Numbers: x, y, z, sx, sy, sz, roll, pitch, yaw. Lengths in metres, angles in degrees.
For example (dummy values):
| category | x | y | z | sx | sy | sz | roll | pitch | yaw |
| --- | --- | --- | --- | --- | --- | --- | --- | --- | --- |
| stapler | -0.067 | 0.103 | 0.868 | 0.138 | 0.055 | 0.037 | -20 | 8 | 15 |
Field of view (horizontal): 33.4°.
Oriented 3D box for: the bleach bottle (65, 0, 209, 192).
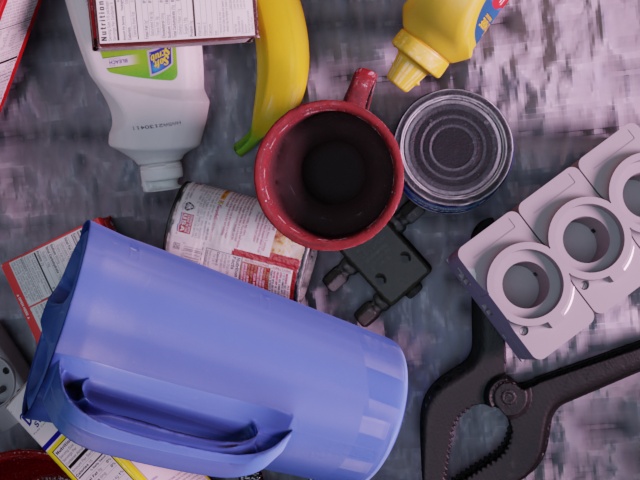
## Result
| category | x | y | z | sx | sy | sz | roll | pitch | yaw |
| --- | --- | --- | --- | --- | --- | --- | --- | --- | --- |
| bleach bottle | -0.138 | -0.159 | 0.763 | 0.102 | 0.068 | 0.251 | -6 | 97 | 6 |

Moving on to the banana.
| category | x | y | z | sx | sy | sz | roll | pitch | yaw |
| --- | --- | --- | --- | --- | --- | --- | --- | --- | --- |
| banana | -0.047 | -0.162 | 0.763 | 0.069 | 0.037 | 0.198 | -9 | 95 | 6 |

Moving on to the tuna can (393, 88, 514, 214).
| category | x | y | z | sx | sy | sz | roll | pitch | yaw |
| --- | --- | --- | --- | --- | --- | --- | --- | --- | --- |
| tuna can | 0.092 | -0.063 | 0.749 | 0.086 | 0.034 | 0.086 | 0 | 84 | 2 |

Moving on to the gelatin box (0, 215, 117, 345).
| category | x | y | z | sx | sy | sz | roll | pitch | yaw |
| --- | --- | --- | --- | --- | --- | --- | --- | --- | --- |
| gelatin box | -0.184 | 0.032 | 0.805 | 0.089 | 0.030 | 0.073 | -25 | 91 | 9 |

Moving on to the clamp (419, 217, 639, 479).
| category | x | y | z | sx | sy | sz | roll | pitch | yaw |
| --- | --- | --- | --- | --- | --- | --- | --- | --- | --- |
| clamp | 0.128 | 0.100 | 0.769 | 0.164 | 0.036 | 0.210 | 39 | 95 | 3 |

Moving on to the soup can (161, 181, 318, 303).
| category | x | y | z | sx | sy | sz | roll | pitch | yaw |
| --- | --- | --- | --- | --- | --- | --- | --- | --- | --- |
| soup can | -0.055 | 0.001 | 0.766 | 0.102 | 0.068 | 0.068 | 14 | 98 | 6 |

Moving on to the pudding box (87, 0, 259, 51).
| category | x | y | z | sx | sy | sz | roll | pitch | yaw |
| --- | --- | --- | --- | --- | --- | --- | --- | --- | --- |
| pudding box | -0.100 | -0.175 | 0.713 | 0.113 | 0.039 | 0.090 | -6 | 99 | -14 |

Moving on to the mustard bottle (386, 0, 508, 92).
| category | x | y | z | sx | sy | sz | roll | pitch | yaw |
| --- | --- | --- | --- | --- | --- | --- | --- | --- | --- |
| mustard bottle | 0.109 | -0.180 | 0.711 | 0.058 | 0.096 | 0.192 | 39 | 101 | 4 |

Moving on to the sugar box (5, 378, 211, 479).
| category | x | y | z | sx | sy | sz | roll | pitch | yaw |
| --- | --- | --- | --- | --- | --- | --- | --- | --- | --- |
| sugar box | -0.138 | 0.163 | 0.771 | 0.176 | 0.093 | 0.048 | 42 | 98 | 10 |

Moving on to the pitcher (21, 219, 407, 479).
| category | x | y | z | sx | sy | sz | roll | pitch | yaw |
| --- | --- | --- | --- | --- | --- | --- | --- | --- | --- |
| pitcher | -0.067 | 0.091 | 0.711 | 0.242 | 0.145 | 0.149 | 19 | 69 | -16 |

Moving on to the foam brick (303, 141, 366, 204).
| category | x | y | z | sx | sy | sz | roll | pitch | yaw |
| --- | --- | --- | --- | --- | --- | --- | --- | --- | --- |
| foam brick | 0.017 | -0.057 | 0.759 | 0.053 | 0.051 | 0.078 | -23 | 93 | 8 |

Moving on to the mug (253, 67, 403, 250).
| category | x | y | z | sx | sy | sz | roll | pitch | yaw |
| --- | --- | --- | --- | --- | --- | --- | --- | --- | --- |
| mug | 0.012 | -0.055 | 0.691 | 0.093 | 0.081 | 0.117 | 16 | 97 | 4 |
